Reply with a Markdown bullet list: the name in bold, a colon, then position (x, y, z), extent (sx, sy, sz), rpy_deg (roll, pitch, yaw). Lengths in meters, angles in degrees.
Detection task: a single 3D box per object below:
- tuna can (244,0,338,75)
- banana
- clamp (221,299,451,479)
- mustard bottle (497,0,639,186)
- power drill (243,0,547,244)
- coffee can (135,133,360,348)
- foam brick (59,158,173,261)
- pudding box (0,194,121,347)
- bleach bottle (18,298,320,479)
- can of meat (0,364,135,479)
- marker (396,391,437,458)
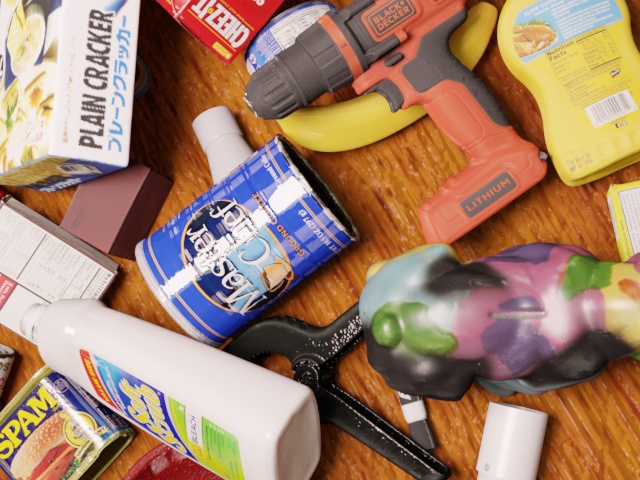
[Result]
- **tuna can**: position (-0.016, -0.147, 0.832), extent (0.086, 0.086, 0.034), rpy_deg (-34, 74, 9)
- **banana**: position (0.052, -0.115, 0.822), extent (0.198, 0.069, 0.037), rpy_deg (-24, 37, 0)
- **clamp**: position (0.002, 0.112, 0.812), extent (0.210, 0.036, 0.164), rpy_deg (-13, 81, 21)
- **mustard bottle**: position (0.186, -0.143, 0.789), extent (0.096, 0.058, 0.192), rpy_deg (-24, 78, 6)
- **power drill**: position (0.062, -0.090, 0.776), extent (0.184, 0.057, 0.187), rpy_deg (-34, 100, 0)
- **coffee can**: position (-0.055, 0.001, 0.817), extent (0.140, 0.102, 0.103), rpy_deg (-38, 76, 8)
- **foam brick**: position (-0.167, -0.031, 0.878), extent (0.053, 0.051, 0.078), rpy_deg (28, 91, 17)
- **pudding box**: position (-0.235, 0.031, 0.876), extent (0.113, 0.039, 0.090), rpy_deg (34, 92, -12)
- **bleach bottle**: position (-0.122, 0.109, 0.802), extent (0.251, 0.102, 0.068), rpy_deg (20, 48, 25)
- **can of meat**: position (-0.213, 0.161, 0.866), extent (0.084, 0.057, 0.102), rpy_deg (45, 98, 13)
- **marker**: position (0.064, 0.106, 0.815), extent (0.020, 0.020, 0.121), rpy_deg (-19, 79, 12)
